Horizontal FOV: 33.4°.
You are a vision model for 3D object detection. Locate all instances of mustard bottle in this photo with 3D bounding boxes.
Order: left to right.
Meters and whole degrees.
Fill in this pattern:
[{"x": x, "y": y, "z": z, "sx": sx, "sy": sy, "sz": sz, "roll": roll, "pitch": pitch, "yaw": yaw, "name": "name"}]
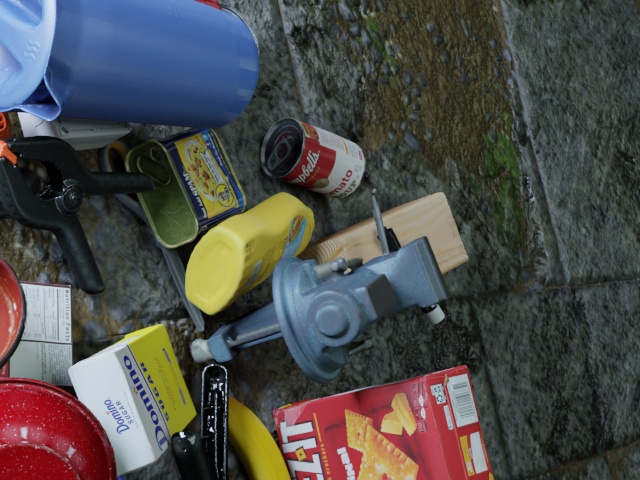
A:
[{"x": -0.057, "y": 0.001, "z": 1.071, "sx": 0.058, "sy": 0.096, "sz": 0.191, "roll": 33, "pitch": 30, "yaw": 15, "name": "mustard bottle"}]

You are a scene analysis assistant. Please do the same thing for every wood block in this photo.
[{"x": 0.065, "y": 0.020, "z": 1.198, "sx": 0.205, "sy": 0.091, "sz": 0.090, "roll": -23, "pitch": 94, "yaw": -48, "name": "wood block"}]

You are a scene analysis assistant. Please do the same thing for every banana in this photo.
[{"x": -0.056, "y": 0.243, "z": 1.026, "sx": 0.069, "sy": 0.037, "sz": 0.198, "roll": -1, "pitch": 76, "yaw": -47, "name": "banana"}]

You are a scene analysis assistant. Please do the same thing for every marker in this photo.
[{"x": 0.096, "y": 0.037, "z": 1.140, "sx": 0.121, "sy": 0.020, "sz": 0.020, "roll": 58, "pitch": 43, "yaw": -15, "name": "marker"}]

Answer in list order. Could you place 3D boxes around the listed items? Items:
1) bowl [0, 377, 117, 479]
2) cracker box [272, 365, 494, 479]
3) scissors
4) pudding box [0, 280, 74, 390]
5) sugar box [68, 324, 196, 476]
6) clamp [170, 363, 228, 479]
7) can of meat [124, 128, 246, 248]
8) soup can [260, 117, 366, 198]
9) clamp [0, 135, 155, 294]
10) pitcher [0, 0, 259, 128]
[{"x": -0.214, "y": 0.179, "z": 0.736, "sx": 0.161, "sy": 0.055, "sz": 0.162, "roll": -1, "pitch": 93, "yaw": -24, "name": "bowl"}, {"x": 0.060, "y": 0.221, "z": 1.023, "sx": 0.071, "sy": 0.214, "sz": 0.164, "roll": -4, "pitch": 78, "yaw": -46, "name": "cracker box"}, {"x": -0.145, "y": -0.017, "z": 1.045, "sx": 0.201, "sy": 0.016, "sz": 0.096, "roll": 58, "pitch": 43, "yaw": -14, "name": "scissors"}, {"x": -0.257, "y": 0.078, "z": 0.871, "sx": 0.113, "sy": 0.039, "sz": 0.090, "roll": 11, "pitch": 68, "yaw": -46, "name": "pudding box"}, {"x": -0.151, "y": 0.128, "z": 0.890, "sx": 0.176, "sy": 0.048, "sz": 0.093, "roll": -64, "pitch": 133, "yaw": -87, "name": "sugar box"}, {"x": -0.096, "y": 0.223, "z": 0.950, "sx": 0.164, "sy": 0.036, "sz": 0.210, "roll": -78, "pitch": 165, "yaw": -69, "name": "clamp"}, {"x": -0.127, "y": -0.055, "z": 1.022, "sx": 0.083, "sy": 0.058, "sz": 0.102, "roll": -29, "pitch": 97, "yaw": -52, "name": "can of meat"}, {"x": -0.007, "y": -0.089, "z": 1.180, "sx": 0.102, "sy": 0.069, "sz": 0.068, "roll": 17, "pitch": 64, "yaw": -43, "name": "soup can"}, {"x": -0.222, "y": -0.027, "z": 0.918, "sx": 0.171, "sy": 0.039, "sz": 0.120, "roll": 27, "pitch": 72, "yaw": -46, "name": "clamp"}, {"x": -0.172, "y": -0.169, "z": 0.901, "sx": 0.242, "sy": 0.145, "sz": 0.149, "roll": 3, "pitch": 99, "yaw": -50, "name": "pitcher"}]
